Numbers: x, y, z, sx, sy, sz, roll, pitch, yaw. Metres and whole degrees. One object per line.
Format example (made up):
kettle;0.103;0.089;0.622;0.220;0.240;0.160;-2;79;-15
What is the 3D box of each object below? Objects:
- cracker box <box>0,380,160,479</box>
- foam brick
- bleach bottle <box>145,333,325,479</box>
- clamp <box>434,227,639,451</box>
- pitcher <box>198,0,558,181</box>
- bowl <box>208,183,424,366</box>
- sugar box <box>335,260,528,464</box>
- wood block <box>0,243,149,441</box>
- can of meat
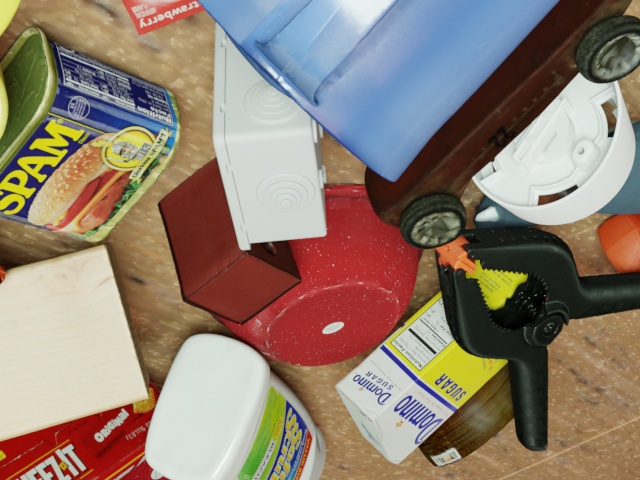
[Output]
cracker box;-0.212;0.191;0.737;0.214;0.072;0.164;-47;172;32
foam brick;-0.054;0.001;0.631;0.051;0.078;0.052;-38;141;22
bleach bottle;-0.043;0.147;0.800;0.068;0.102;0.250;17;168;21
clamp;0.140;0.058;0.710;0.209;0.036;0.165;25;106;-37
pitcher;0.065;-0.148;0.424;0.243;0.149;0.144;-45;141;11
bowl;0.002;0.036;0.717;0.162;0.055;0.162;-12;142;-9
sugar box;0.096;0.075;0.757;0.176;0.048;0.093;-43;148;-11
wood block;-0.210;0.071;0.611;0.206;0.091;0.090;-16;-178;-8
can of meat;-0.133;-0.050;0.554;0.083;0.057;0.102;18;130;-42
